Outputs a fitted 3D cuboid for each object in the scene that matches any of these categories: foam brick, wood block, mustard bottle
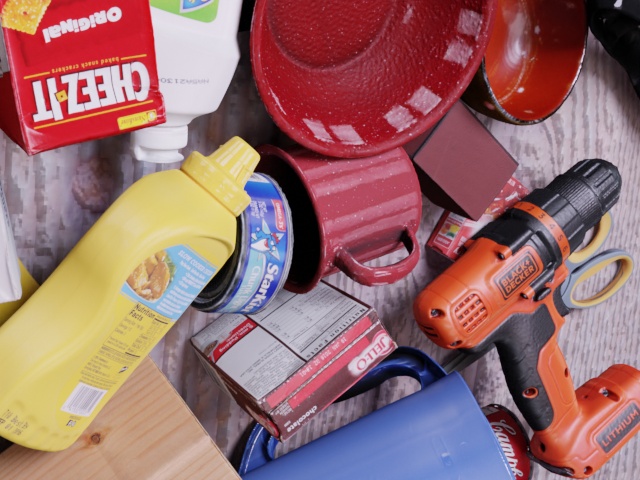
[{"bbox_3d":[0.084,-0.058,0.712,0.078,0.053,0.051,40,84,-36],"label":"foam brick"},{"bbox_3d":[-0.150,0.171,0.612,0.206,0.091,0.090,-37,136,-10],"label":"wood block"},{"bbox_3d":[-0.101,0.022,0.565,0.191,0.058,0.096,-49,158,-2],"label":"mustard bottle"}]

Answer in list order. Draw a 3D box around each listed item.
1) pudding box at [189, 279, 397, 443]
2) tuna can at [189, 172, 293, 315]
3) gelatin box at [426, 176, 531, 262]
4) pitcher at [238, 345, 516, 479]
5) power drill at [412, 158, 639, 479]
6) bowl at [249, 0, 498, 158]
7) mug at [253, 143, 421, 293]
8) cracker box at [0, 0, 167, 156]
[{"bbox_3d":[-0.020,0.065,0.656,0.090,0.114,0.039,-37,120,-15],"label":"pudding box"},{"bbox_3d":[-0.054,0.001,0.627,0.033,0.086,0.086,5,105,-37],"label":"tuna can"},{"bbox_3d":[0.130,-0.006,0.774,0.089,0.030,0.073,30,91,-36],"label":"gelatin box"},{"bbox_3d":[0.004,0.180,0.686,0.243,0.149,0.145,-22,103,-1],"label":"pitcher"},{"bbox_3d":[0.172,0.058,0.753,0.184,0.057,0.187,-38,109,-15],"label":"power drill"},{"bbox_3d":[0.021,-0.130,0.605,0.161,0.055,0.162,-16,124,-26],"label":"bowl"},{"bbox_3d":[0.015,-0.016,0.650,0.081,0.117,0.093,-18,136,-31],"label":"mug"},{"bbox_3d":[-0.136,-0.163,0.469,0.072,0.164,0.214,-16,115,-24],"label":"cracker box"}]
